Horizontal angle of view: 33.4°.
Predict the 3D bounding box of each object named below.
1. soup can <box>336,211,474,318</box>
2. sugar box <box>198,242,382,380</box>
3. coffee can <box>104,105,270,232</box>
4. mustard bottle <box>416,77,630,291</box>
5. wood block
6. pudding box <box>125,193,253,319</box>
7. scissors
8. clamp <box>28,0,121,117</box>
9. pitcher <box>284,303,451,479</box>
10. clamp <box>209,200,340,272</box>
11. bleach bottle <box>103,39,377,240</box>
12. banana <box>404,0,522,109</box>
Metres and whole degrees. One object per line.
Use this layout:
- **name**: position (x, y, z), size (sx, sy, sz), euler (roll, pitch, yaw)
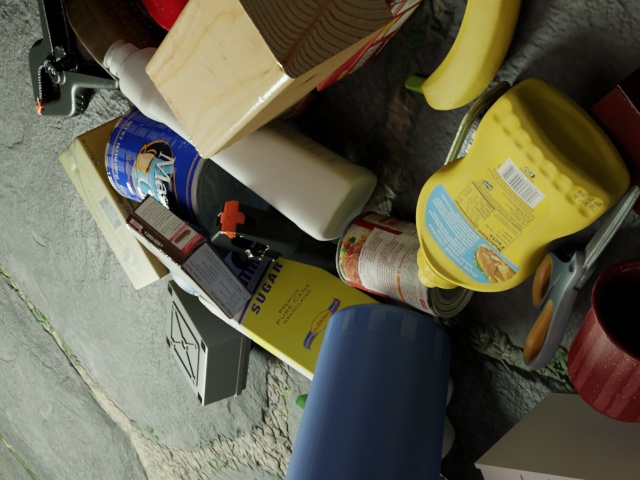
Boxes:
- **soup can**: position (0.073, 0.019, 0.894), size (0.102, 0.068, 0.068), euler (18, 130, 41)
- **sugar box**: position (-0.026, 0.064, 1.021), size (0.176, 0.093, 0.048), euler (30, 166, 31)
- **coffee can**: position (-0.125, -0.070, 1.031), size (0.141, 0.102, 0.103), euler (21, 131, 40)
- **mustard bottle**: position (0.117, -0.018, 0.724), size (0.096, 0.058, 0.192), euler (47, 142, 7)
- **wood block**: position (-0.044, -0.138, 0.758), size (0.090, 0.090, 0.206), euler (57, 157, -3)
- **pudding box**: position (-0.121, 0.016, 0.993), size (0.090, 0.039, 0.113), euler (34, 169, 34)
- **scissors**: position (0.180, 0.009, 0.750), size (0.016, 0.096, 0.202), euler (12, 132, -3)
- **clamp**: position (-0.275, -0.188, 1.175), size (0.164, 0.036, 0.210), euler (51, 146, 9)
- **pitcher**: position (0.038, 0.184, 0.867), size (0.144, 0.242, 0.149), euler (25, 150, -22)
- **clamp**: position (-0.056, 0.001, 0.950), size (0.120, 0.171, 0.039), euler (-7, 70, 26)
- **bleach bottle**: position (-0.076, -0.095, 0.915), size (0.251, 0.102, 0.068), euler (34, 101, 12)
- **banana**: position (0.106, -0.155, 0.746), size (0.070, 0.037, 0.198), euler (44, 143, 18)
